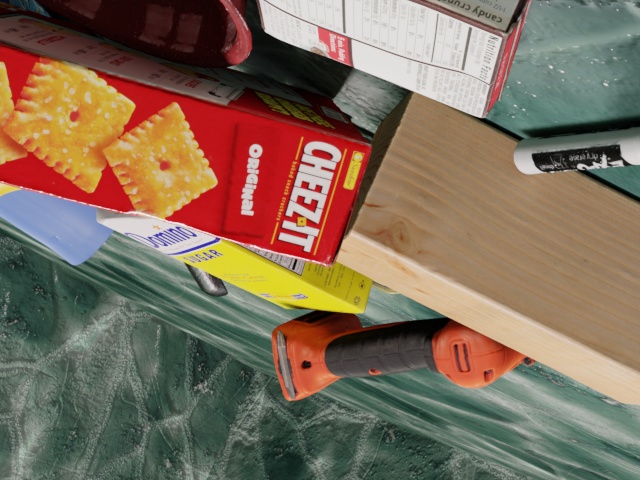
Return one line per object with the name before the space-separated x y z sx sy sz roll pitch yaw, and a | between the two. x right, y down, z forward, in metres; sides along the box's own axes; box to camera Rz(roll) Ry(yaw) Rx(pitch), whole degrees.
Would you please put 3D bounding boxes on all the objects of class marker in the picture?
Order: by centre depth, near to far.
marker | 0.135 -0.043 0.503 0.020 0.020 0.121 30 168 -24

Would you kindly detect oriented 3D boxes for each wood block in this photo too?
wood block | 0.116 0.009 0.601 0.206 0.091 0.090 26 169 -5

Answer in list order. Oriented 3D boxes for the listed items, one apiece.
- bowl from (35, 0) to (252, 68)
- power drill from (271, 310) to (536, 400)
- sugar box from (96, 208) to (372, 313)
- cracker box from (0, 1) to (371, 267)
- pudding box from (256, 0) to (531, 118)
bowl | -0.092 -0.139 0.460 0.162 0.055 0.162 24 169 5
power drill | 0.074 0.067 0.769 0.188 0.057 0.184 -12 -178 30
sugar box | -0.055 0.001 0.723 0.176 0.048 0.094 24 163 -36
cracker box | -0.094 -0.060 0.553 0.213 0.072 0.164 15 -167 -10
pudding box | 0.027 -0.099 0.433 0.113 0.039 0.090 22 168 8
